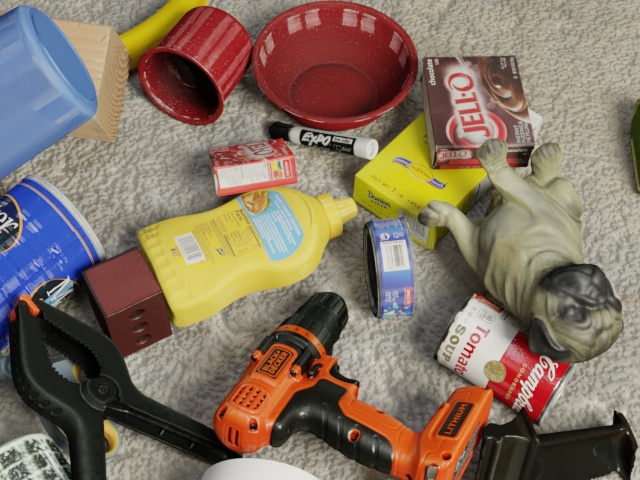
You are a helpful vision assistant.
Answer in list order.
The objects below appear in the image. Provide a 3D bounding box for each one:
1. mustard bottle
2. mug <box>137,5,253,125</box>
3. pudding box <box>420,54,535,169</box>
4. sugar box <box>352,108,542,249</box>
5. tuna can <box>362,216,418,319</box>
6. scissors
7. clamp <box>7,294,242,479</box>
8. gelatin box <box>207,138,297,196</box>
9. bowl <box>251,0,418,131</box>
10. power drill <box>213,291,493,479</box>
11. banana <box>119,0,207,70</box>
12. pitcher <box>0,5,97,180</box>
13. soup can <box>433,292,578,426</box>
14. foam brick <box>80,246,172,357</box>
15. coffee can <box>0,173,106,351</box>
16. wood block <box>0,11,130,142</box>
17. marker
[{"bbox_3d":[-0.056,0.001,0.937,0.191,0.058,0.096,-21,54,-15],"label":"mustard bottle"},{"bbox_3d":[-0.126,-0.171,1.041,0.117,0.093,0.081,-5,41,40],"label":"mug"},{"bbox_3d":[0.142,-0.118,0.981,0.090,0.039,0.113,-1,54,-4],"label":"pudding box"},{"bbox_3d":[0.121,-0.078,1.003,0.093,0.048,0.176,35,63,20],"label":"sugar box"},{"bbox_3d":[0.059,0.024,0.909,0.033,0.086,0.086,-6,57,-4],"label":"tuna can"},{"bbox_3d":[-0.228,0.092,0.839,0.201,0.016,0.096,45,42,-12],"label":"scissors"},{"bbox_3d":[-0.173,0.129,0.800,0.210,0.036,0.164,44,33,8],"label":"clamp"},{"bbox_3d":[-0.063,-0.069,0.973,0.073,0.030,0.089,-9,17,-6],"label":"gelatin box"},{"bbox_3d":[0.013,-0.161,1.048,0.162,0.055,0.162,1,56,-1],"label":"bowl"},{"bbox_3d":[0.034,0.121,0.835,0.188,0.057,0.184,18,40,19],"label":"power drill"},{"bbox_3d":[-0.175,-0.217,1.094,0.070,0.037,0.197,20,55,34],"label":"banana"},{"bbox_3d":[-0.320,-0.102,0.897,0.243,0.149,0.145,-30,46,7],"label":"pitcher"},{"bbox_3d":[0.153,0.096,0.874,0.102,0.068,0.068,32,61,17],"label":"soup can"},{"bbox_3d":[-0.160,0.053,0.888,0.053,0.078,0.051,-26,61,-15],"label":"foam brick"},{"bbox_3d":[-0.264,0.026,0.887,0.103,0.103,0.140,37,63,21],"label":"coffee can"},{"bbox_3d":[-0.294,-0.159,1.002,0.206,0.090,0.091,9,81,4],"label":"wood block"},{"bbox_3d":[0.000,-0.095,1.002,0.121,0.020,0.020,15,54,36],"label":"marker"}]
